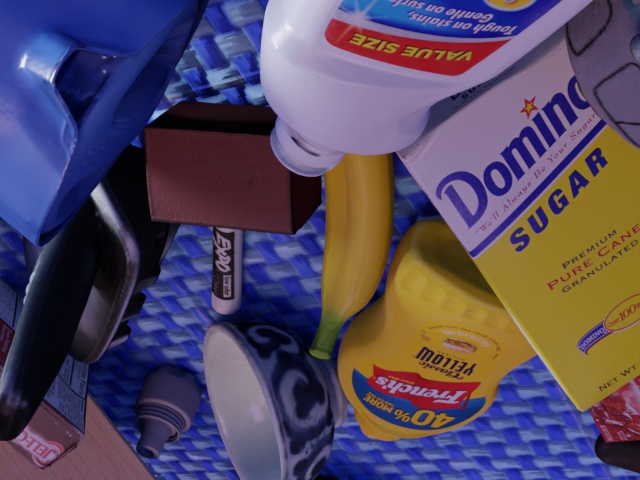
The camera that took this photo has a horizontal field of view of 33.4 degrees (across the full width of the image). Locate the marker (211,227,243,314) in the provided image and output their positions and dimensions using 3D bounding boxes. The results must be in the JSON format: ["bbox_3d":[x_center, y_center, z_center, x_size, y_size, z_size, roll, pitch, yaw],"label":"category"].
[{"bbox_3d":[-0.054,0.001,0.625,0.020,0.020,0.121,14,140,6],"label":"marker"}]

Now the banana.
[{"bbox_3d":[0.014,-0.031,0.523,0.037,0.069,0.198,7,129,14],"label":"banana"}]

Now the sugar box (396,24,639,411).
[{"bbox_3d":[0.112,-0.010,0.490,0.093,0.048,0.176,-36,121,6],"label":"sugar box"}]

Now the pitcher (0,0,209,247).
[{"bbox_3d":[-0.180,-0.115,0.461,0.243,0.144,0.149,34,133,-5],"label":"pitcher"}]

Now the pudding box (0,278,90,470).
[{"bbox_3d":[-0.185,0.067,0.619,0.039,0.090,0.113,-37,115,7],"label":"pudding box"}]

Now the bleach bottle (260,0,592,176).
[{"bbox_3d":[0.055,-0.100,0.343,0.102,0.068,0.251,19,141,-19],"label":"bleach bottle"}]

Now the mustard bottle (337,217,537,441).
[{"bbox_3d":[0.062,0.067,0.624,0.096,0.058,0.192,18,141,-8],"label":"mustard bottle"}]

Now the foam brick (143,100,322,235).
[{"bbox_3d":[-0.043,-0.038,0.539,0.078,0.053,0.051,6,113,16],"label":"foam brick"}]

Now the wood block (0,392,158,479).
[{"bbox_3d":[-0.193,0.140,0.728,0.206,0.090,0.090,57,158,-21],"label":"wood block"}]
